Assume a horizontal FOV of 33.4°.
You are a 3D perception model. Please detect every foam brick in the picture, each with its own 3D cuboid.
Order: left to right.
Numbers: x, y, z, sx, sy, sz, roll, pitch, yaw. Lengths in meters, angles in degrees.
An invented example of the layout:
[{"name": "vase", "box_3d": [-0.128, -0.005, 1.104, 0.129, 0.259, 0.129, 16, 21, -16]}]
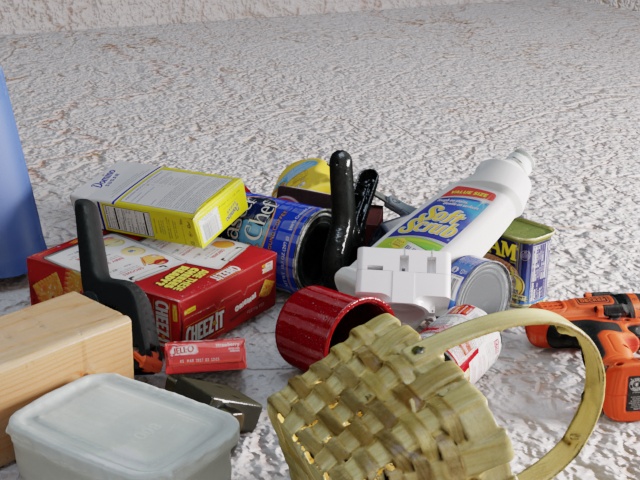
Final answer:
[{"name": "foam brick", "box_3d": [0.049, -0.010, 1.318, 0.053, 0.051, 0.078, 4, 21, 9]}]

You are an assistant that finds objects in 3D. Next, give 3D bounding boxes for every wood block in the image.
[{"name": "wood block", "box_3d": [-0.265, 0.123, 0.893, 0.090, 0.091, 0.205, 18, 26, 39]}]

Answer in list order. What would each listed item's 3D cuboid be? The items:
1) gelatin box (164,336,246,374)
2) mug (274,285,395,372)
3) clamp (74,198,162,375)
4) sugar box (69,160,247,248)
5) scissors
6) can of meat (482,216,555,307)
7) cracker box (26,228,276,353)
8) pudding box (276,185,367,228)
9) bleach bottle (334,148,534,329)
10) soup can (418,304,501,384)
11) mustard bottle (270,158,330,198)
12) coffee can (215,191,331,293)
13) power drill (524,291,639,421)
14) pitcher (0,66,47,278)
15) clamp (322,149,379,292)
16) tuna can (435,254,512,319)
[{"name": "gelatin box", "box_3d": [-0.107, 0.106, 0.985, 0.073, 0.030, 0.089, -3, -5, -6]}, {"name": "mug", "box_3d": [0.020, 0.089, 1.003, 0.117, 0.093, 0.082, 4, 8, -42]}, {"name": "clamp", "box_3d": [-0.218, 0.058, 1.034, 0.210, 0.164, 0.036, 26, -2, 37]}, {"name": "sugar box", "box_3d": [-0.179, -0.042, 1.181, 0.176, 0.048, 0.093, 8, 34, 31]}, {"name": "scissors", "box_3d": [0.097, -0.032, 1.314, 0.201, 0.016, 0.096, 23, 30, -14]}, {"name": "can of meat", "box_3d": [0.207, 0.020, 1.189, 0.057, 0.084, 0.102, -17, 26, -38]}, {"name": "cracker box", "box_3d": [-0.179, 0.045, 1.140, 0.214, 0.072, 0.163, 14, 25, 31]}, {"name": "pudding box", "box_3d": [-0.003, -0.013, 1.265, 0.114, 0.090, 0.039, 11, 6, 24]}, {"name": "bleach bottle", "box_3d": [0.135, -0.011, 1.137, 0.250, 0.068, 0.103, -44, 44, -20]}, {"name": "soup can", "box_3d": [0.117, 0.105, 0.977, 0.069, 0.068, 0.102, 12, 23, 29]}, {"name": "mustard bottle", "box_3d": [-0.023, -0.065, 1.432, 0.096, 0.058, 0.191, -40, 18, 8]}, {"name": "coffee can", "box_3d": [-0.058, 0.001, 1.212, 0.140, 0.103, 0.102, 13, 24, 31]}, {"name": "power drill", "box_3d": [0.303, 0.102, 1.009, 0.184, 0.057, 0.187, -5, 18, -4]}, {"name": "pitcher", "box_3d": [-0.399, -0.081, 1.234, 0.149, 0.243, 0.144, 10, 23, 44]}, {"name": "clamp", "box_3d": [0.026, -0.014, 1.156, 0.039, 0.171, 0.120, 2, -15, 26]}, {"name": "tuna can", "box_3d": [0.155, 0.058, 1.082, 0.085, 0.086, 0.034, -17, 24, -38]}]
